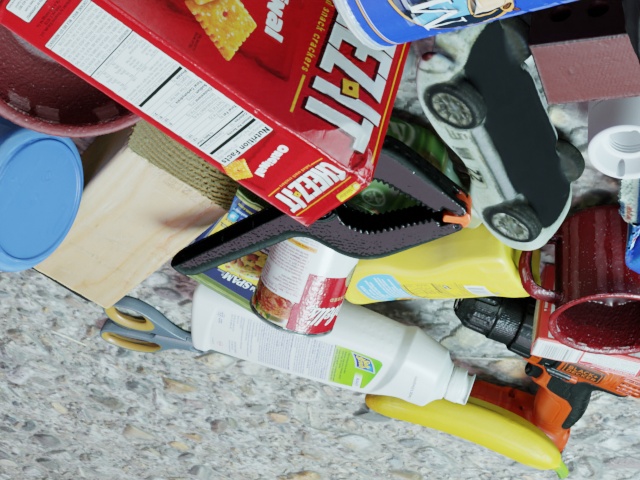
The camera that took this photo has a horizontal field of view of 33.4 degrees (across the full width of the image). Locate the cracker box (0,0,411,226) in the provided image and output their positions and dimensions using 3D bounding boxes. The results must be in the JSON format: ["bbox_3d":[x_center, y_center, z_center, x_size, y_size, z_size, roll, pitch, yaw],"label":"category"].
[{"bbox_3d":[-0.051,-0.135,0.608,0.213,0.164,0.072,33,143,-22],"label":"cracker box"}]

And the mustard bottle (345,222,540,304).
[{"bbox_3d":[0.072,0.019,0.853,0.192,0.058,0.096,-5,163,29],"label":"mustard bottle"}]

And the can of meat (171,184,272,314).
[{"bbox_3d":[-0.056,0.001,0.861,0.102,0.057,0.084,32,114,-22],"label":"can of meat"}]

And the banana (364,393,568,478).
[{"bbox_3d":[0.133,0.168,0.961,0.198,0.037,0.070,21,141,12],"label":"banana"}]

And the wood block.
[{"bbox_3d":[-0.146,-0.037,0.840,0.090,0.090,0.207,33,142,-20],"label":"wood block"}]

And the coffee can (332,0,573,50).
[{"bbox_3d":[0.082,-0.166,0.566,0.141,0.102,0.102,-8,138,30],"label":"coffee can"}]

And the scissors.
[{"bbox_3d":[-0.134,0.093,1.073,0.202,0.016,0.096,4,143,17],"label":"scissors"}]

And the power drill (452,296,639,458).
[{"bbox_3d":[0.185,0.120,0.948,0.184,0.057,0.188,23,146,2],"label":"power drill"}]

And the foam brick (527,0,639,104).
[{"bbox_3d":[0.170,-0.120,0.637,0.078,0.053,0.051,-4,140,25],"label":"foam brick"}]

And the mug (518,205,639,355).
[{"bbox_3d":[0.202,0.026,0.784,0.117,0.081,0.093,9,148,-3],"label":"mug"}]

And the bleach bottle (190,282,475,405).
[{"bbox_3d":[0.012,0.092,0.945,0.251,0.068,0.103,20,144,9],"label":"bleach bottle"}]

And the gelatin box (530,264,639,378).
[{"bbox_3d":[0.216,0.064,0.848,0.089,0.073,0.030,12,145,4],"label":"gelatin box"}]

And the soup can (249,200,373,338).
[{"bbox_3d":[-0.006,0.012,0.801,0.068,0.068,0.102,18,111,-3],"label":"soup can"}]

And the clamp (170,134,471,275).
[{"bbox_3d":[-0.005,-0.042,0.706,0.210,0.036,0.164,3,124,8],"label":"clamp"}]

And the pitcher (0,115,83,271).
[{"bbox_3d":[-0.301,-0.066,0.771,0.243,0.149,0.145,18,113,25],"label":"pitcher"}]

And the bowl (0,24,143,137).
[{"bbox_3d":[-0.158,-0.150,0.684,0.162,0.055,0.162,-7,114,-15],"label":"bowl"}]
